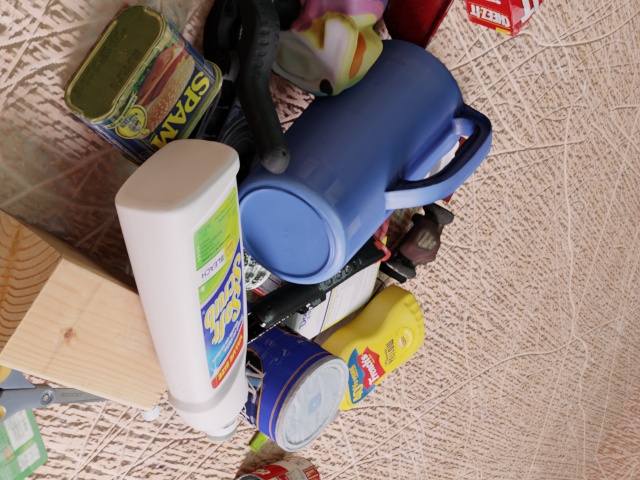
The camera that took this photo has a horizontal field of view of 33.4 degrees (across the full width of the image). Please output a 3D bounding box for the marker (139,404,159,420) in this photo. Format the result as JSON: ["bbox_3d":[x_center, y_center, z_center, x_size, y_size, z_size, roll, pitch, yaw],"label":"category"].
[{"bbox_3d":[-0.170,0.127,1.001,0.020,0.020,0.121,-42,146,-30],"label":"marker"}]

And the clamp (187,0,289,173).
[{"bbox_3d":[-0.059,-0.130,0.847,0.039,0.120,0.171,-1,102,-50],"label":"clamp"}]

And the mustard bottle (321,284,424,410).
[{"bbox_3d":[0.040,0.138,1.225,0.191,0.058,0.096,-37,136,-32],"label":"mustard bottle"}]

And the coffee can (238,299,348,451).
[{"bbox_3d":[-0.057,0.128,1.054,0.102,0.140,0.103,-38,143,-35],"label":"coffee can"}]

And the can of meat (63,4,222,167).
[{"bbox_3d":[-0.134,-0.116,0.808,0.102,0.058,0.083,-57,149,-6],"label":"can of meat"}]

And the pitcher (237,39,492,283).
[{"bbox_3d":[0.035,-0.068,0.939,0.149,0.145,0.242,-34,-169,44],"label":"pitcher"}]

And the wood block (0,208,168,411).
[{"bbox_3d":[-0.192,0.059,0.836,0.091,0.090,0.206,-58,151,-4],"label":"wood block"}]

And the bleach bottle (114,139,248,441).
[{"bbox_3d":[-0.093,0.053,0.839,0.102,0.068,0.251,-52,145,-46],"label":"bleach bottle"}]

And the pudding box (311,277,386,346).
[{"bbox_3d":[0.045,0.104,1.300,0.113,0.039,0.090,-55,148,-14],"label":"pudding box"}]

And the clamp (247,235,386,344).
[{"bbox_3d":[-0.024,0.053,0.986,0.209,0.036,0.165,-31,176,-41],"label":"clamp"}]

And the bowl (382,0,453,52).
[{"bbox_3d":[0.102,-0.250,1.021,0.162,0.055,0.162,-62,-176,6],"label":"bowl"}]

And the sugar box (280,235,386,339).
[{"bbox_3d":[0.005,0.048,1.166,0.175,0.048,0.093,-22,132,-54],"label":"sugar box"}]

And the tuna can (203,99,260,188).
[{"bbox_3d":[-0.080,-0.081,0.946,0.086,0.034,0.086,-38,143,-35],"label":"tuna can"}]

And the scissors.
[{"bbox_3d":[-0.231,0.110,0.868,0.201,0.016,0.096,-13,118,-49],"label":"scissors"}]

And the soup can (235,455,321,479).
[{"bbox_3d":[-0.052,0.304,1.292,0.102,0.069,0.068,-6,120,-56],"label":"soup can"}]
